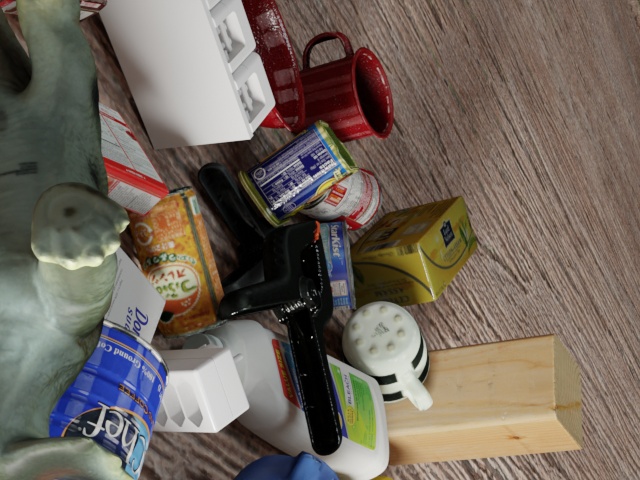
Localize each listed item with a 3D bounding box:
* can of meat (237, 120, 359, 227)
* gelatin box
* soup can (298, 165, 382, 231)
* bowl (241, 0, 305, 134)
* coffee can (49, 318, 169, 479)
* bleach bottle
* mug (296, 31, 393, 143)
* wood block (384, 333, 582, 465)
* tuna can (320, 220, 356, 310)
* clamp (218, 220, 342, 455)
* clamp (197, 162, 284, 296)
[{"bbox_3d":[-0.017,-0.060,0.931,0.057,0.084,0.102,55,8,0],"label":"can of meat"},{"bbox_3d":[-0.153,-0.063,0.728,0.089,0.030,0.073,54,14,29],"label":"gelatin box"},{"bbox_3d":[0.008,-0.051,1.036,0.102,0.069,0.068,21,61,-59],"label":"soup can"},{"bbox_3d":[-0.067,-0.162,0.926,0.162,0.055,0.162,-17,90,-76],"label":"bowl"},{"bbox_3d":[-0.153,0.126,0.611,0.102,0.103,0.140,54,35,-40],"label":"coffee can"},{"bbox_3d":[-0.029,0.133,0.897,0.250,0.068,0.102,33,46,-52],"label":"bleach bottle"},{"bbox_3d":[0.015,-0.151,1.072,0.093,0.082,0.117,-32,109,-62],"label":"mug"},{"bbox_3d":[0.148,0.163,1.072,0.090,0.206,0.090,46,42,-48],"label":"wood block"},{"bbox_3d":[0.013,0.025,1.020,0.086,0.034,0.086,-6,90,-87],"label":"tuna can"},{"bbox_3d":[-0.025,0.046,0.857,0.164,0.036,0.210,56,23,-36],"label":"clamp"},{"bbox_3d":[-0.056,0.001,0.924,0.171,0.039,0.120,22,59,-68],"label":"clamp"}]
